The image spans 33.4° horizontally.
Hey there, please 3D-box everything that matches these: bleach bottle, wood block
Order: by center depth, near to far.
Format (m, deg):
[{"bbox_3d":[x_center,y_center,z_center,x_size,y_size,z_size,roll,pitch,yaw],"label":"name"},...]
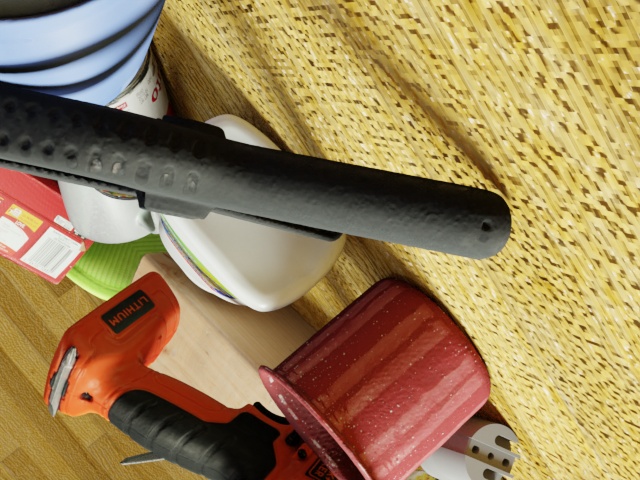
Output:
[{"bbox_3d":[-0.054,0.001,0.646,0.102,0.068,0.251,48,168,0],"label":"bleach bottle"},{"bbox_3d":[-0.050,0.102,0.757,0.090,0.090,0.206,-5,-142,-49],"label":"wood block"}]

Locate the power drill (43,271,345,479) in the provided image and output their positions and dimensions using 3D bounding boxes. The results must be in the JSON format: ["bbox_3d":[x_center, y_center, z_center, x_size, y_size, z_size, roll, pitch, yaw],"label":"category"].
[{"bbox_3d":[-0.047,0.094,0.613,0.188,0.184,0.057,31,120,13],"label":"power drill"}]

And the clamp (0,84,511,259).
[{"bbox_3d":[-0.044,-0.026,0.400,0.209,0.036,0.165,13,177,-27],"label":"clamp"}]

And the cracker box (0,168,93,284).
[{"bbox_3d":[-0.285,-0.075,0.825,0.214,0.072,0.164,41,180,32],"label":"cracker box"}]

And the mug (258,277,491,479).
[{"bbox_3d":[0.026,0.074,0.540,0.093,0.081,0.117,52,165,-6],"label":"mug"}]
